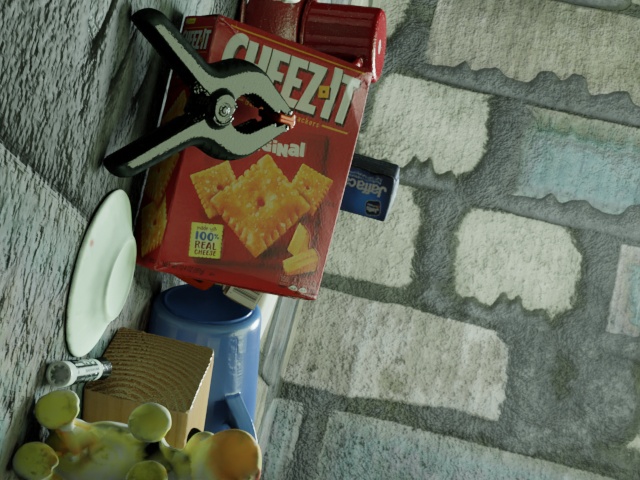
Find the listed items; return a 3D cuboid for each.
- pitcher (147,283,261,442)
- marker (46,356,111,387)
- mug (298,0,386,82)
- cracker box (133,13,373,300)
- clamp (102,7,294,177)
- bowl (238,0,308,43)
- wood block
[{"bbox_3d":[-0.119,0.175,1.075,0.145,0.149,0.243,-66,166,-68],"label":"pitcher"},{"bbox_3d":[-0.181,0.099,0.809,0.121,0.020,0.020,56,48,-84],"label":"marker"},{"bbox_3d":[0.024,-0.210,1.158,0.117,0.081,0.093,-67,160,-53],"label":"mug"},{"bbox_3d":[-0.057,-0.066,0.915,0.072,0.163,0.214,16,-89,56],"label":"cracker box"},{"bbox_3d":[-0.086,-0.111,0.802,0.171,0.039,0.120,-11,120,-47],"label":"clamp"},{"bbox_3d":[-0.042,-0.235,1.175,0.162,0.055,0.162,8,90,-78],"label":"bowl"},{"bbox_3d":[-0.157,0.192,0.948,0.090,0.090,0.206,-71,173,-58],"label":"wood block"}]
